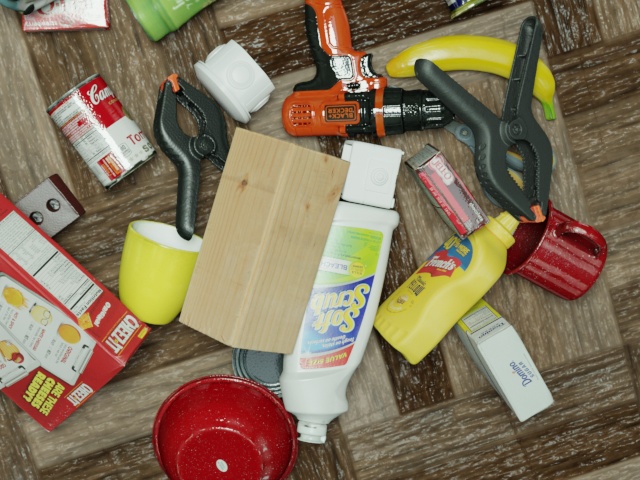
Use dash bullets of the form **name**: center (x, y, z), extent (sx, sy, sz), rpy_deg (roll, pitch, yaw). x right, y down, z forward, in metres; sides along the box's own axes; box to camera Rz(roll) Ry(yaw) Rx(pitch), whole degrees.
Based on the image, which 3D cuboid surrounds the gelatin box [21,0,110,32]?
- **gelatin box**: center (-0.264, -0.254, 1.104), extent (0.089, 0.030, 0.073), rpy_deg (-3, 97, -4)

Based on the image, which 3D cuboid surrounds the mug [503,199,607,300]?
- **mug**: center (0.258, 0.009, 1.140), extent (0.081, 0.117, 0.093), rpy_deg (28, 62, -12)

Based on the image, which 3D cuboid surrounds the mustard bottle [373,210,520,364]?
- **mustard bottle**: center (0.141, 0.041, 1.139), extent (0.191, 0.096, 0.058), rpy_deg (-45, 110, 1)

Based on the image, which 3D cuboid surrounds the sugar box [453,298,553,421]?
- **sugar box**: center (0.185, 0.117, 1.112), extent (0.048, 0.176, 0.093), rpy_deg (-31, 98, -1)

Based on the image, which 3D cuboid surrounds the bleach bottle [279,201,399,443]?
- **bleach bottle**: center (0.016, 0.087, 1.125), extent (0.102, 0.068, 0.251), rpy_deg (9, 85, -10)

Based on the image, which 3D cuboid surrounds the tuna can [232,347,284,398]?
- **tuna can**: center (-0.054, 0.127, 1.165), extent (0.086, 0.034, 0.086), rpy_deg (-1, 97, -5)

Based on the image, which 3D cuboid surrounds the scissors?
- **scissors**: center (0.158, -0.097, 1.166), extent (0.201, 0.016, 0.096), rpy_deg (15, 95, -6)

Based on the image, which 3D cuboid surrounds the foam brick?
- **foam brick**: center (-0.294, -0.026, 1.118), extent (0.078, 0.051, 0.053), rpy_deg (-38, 99, 0)

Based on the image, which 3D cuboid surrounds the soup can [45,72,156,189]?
- **soup can**: center (-0.226, -0.112, 1.105), extent (0.068, 0.068, 0.102), rpy_deg (-36, 99, 0)

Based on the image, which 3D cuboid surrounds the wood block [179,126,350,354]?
- **wood block**: center (-0.057, 0.001, 1.081), extent (0.090, 0.091, 0.206), rpy_deg (13, 95, -47)

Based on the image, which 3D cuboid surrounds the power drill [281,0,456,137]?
- **power drill**: center (0.047, -0.201, 1.108), extent (0.184, 0.057, 0.188), rpy_deg (-2, 94, 9)

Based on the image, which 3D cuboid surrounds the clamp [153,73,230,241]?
- **clamp**: center (-0.132, -0.087, 1.117), extent (0.120, 0.039, 0.171), rpy_deg (-36, 96, -33)

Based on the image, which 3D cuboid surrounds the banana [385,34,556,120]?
- **banana**: center (0.172, -0.186, 1.146), extent (0.197, 0.037, 0.069), rpy_deg (15, 95, -6)

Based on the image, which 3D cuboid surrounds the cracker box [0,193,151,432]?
- **cracker box**: center (-0.301, 0.073, 1.083), extent (0.213, 0.072, 0.164), rpy_deg (43, 128, -9)

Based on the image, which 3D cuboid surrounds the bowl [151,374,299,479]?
- **bowl**: center (-0.105, 0.227, 1.143), extent (0.162, 0.055, 0.162), rpy_deg (1, 109, 2)

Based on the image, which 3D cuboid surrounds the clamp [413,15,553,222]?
- **clamp**: center (0.197, -0.122, 1.103), extent (0.164, 0.036, 0.210), rpy_deg (-32, 105, -24)

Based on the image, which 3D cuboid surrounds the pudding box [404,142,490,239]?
- **pudding box**: center (0.131, -0.053, 1.119), extent (0.039, 0.113, 0.090), rpy_deg (-35, 98, 3)
